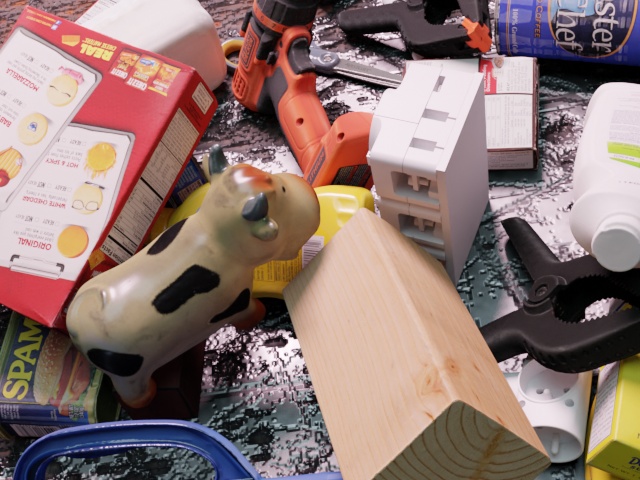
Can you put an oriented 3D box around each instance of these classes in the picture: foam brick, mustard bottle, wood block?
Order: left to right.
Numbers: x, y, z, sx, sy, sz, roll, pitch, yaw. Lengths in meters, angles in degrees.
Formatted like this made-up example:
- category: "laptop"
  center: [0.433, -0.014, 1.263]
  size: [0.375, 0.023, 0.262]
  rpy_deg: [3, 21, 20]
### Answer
- category: "foam brick"
  center: [-0.119, 0.089, 0.800]
  size: [0.051, 0.053, 0.078]
  rpy_deg: [-4, 55, 10]
- category: "mustard bottle"
  center: [-0.055, 0.001, 0.826]
  size: [0.192, 0.096, 0.058]
  rpy_deg: [5, 16, 17]
- category: "wood block"
  center: [0.053, 0.082, 0.690]
  size: [0.091, 0.090, 0.206]
  rpy_deg: [-46, 32, 16]

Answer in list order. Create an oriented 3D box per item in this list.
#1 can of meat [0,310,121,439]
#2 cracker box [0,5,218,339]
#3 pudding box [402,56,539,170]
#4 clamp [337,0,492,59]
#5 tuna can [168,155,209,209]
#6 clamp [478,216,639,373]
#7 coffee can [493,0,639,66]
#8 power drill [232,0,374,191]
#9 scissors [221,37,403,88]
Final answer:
- category: "can of meat"
  center: [-0.194, 0.100, 0.807]
  size: [0.084, 0.057, 0.102]
  rpy_deg: [1, 56, 10]
- category: "cracker box"
  center: [-0.198, -0.052, 0.803]
  size: [0.164, 0.072, 0.213]
  rpy_deg: [23, 78, 21]
- category: "pudding box"
  center: [0.123, -0.104, 0.879]
  size: [0.113, 0.039, 0.090]
  rpy_deg: [-1, 68, 14]
- category: "clamp"
  center: [0.096, -0.212, 0.922]
  size: [0.172, 0.039, 0.120]
  rpy_deg: [34, 94, 46]
- category: "tuna can"
  center: [-0.123, -0.062, 0.883]
  size: [0.033, 0.086, 0.086]
  rpy_deg: [-32, 56, -8]
- category: "clamp"
  center: [0.160, 0.038, 0.728]
  size: [0.210, 0.036, 0.164]
  rpy_deg: [-9, 41, 52]
- category: "coffee can"
  center: [0.224, -0.200, 0.889]
  size: [0.140, 0.103, 0.102]
  rpy_deg: [8, 59, 18]
- category: "power drill"
  center: [-0.006, -0.129, 0.858]
  size: [0.057, 0.185, 0.188]
  rpy_deg: [-9, 57, -25]
- category: "scissors"
  center: [0.005, -0.177, 0.975]
  size: [0.202, 0.016, 0.096]
  rpy_deg: [6, 58, 16]
